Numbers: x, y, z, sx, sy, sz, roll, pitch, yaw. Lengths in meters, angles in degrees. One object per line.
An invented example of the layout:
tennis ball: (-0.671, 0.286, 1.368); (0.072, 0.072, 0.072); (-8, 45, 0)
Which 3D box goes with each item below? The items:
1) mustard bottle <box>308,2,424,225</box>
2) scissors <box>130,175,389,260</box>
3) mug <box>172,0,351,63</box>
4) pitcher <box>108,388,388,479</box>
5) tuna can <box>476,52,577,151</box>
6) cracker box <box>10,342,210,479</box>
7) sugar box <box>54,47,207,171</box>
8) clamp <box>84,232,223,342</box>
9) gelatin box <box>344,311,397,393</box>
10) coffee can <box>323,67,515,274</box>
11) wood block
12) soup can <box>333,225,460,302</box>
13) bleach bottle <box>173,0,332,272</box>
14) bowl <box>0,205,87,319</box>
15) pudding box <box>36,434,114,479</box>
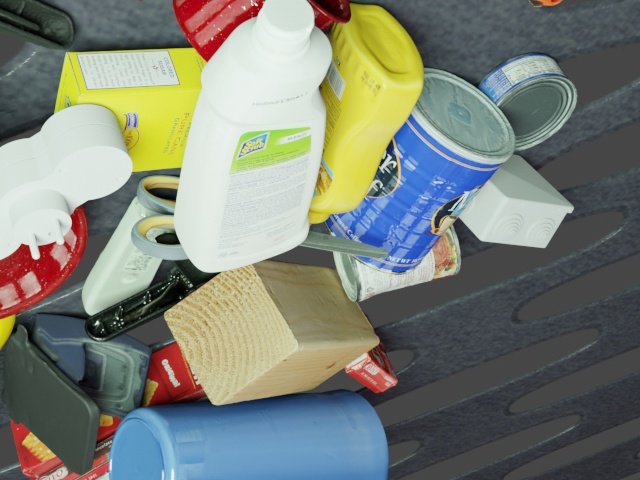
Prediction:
mustard bottle: (0.013, -0.077, 0.811); (0.058, 0.096, 0.192); (-2, 140, -28)
scissors: (-0.055, 0.001, 0.812); (0.202, 0.096, 0.016); (21, 132, 10)
mug: (-0.048, -0.162, 0.683); (0.082, 0.093, 0.117); (-35, 113, 23)
pitcher: (-0.059, 0.210, 0.969); (0.242, 0.145, 0.149); (5, 169, -40)
tuna can: (0.172, -0.117, 0.908); (0.086, 0.034, 0.086); (-16, 145, -12)
cracker box: (-0.177, 0.194, 1.081); (0.213, 0.072, 0.164); (-24, 146, -2)
sugar box: (-0.096, -0.092, 0.758); (0.176, 0.048, 0.093); (-6, 150, -25)
clamp: (-0.107, 0.029, 0.895); (0.171, 0.039, 0.120); (-16, 158, -51)
gelatin box: (0.038, 0.102, 1.070); (0.030, 0.089, 0.073); (-32, 145, 11)
coffee can: (0.077, -0.055, 0.874); (0.102, 0.103, 0.140); (5, 136, -35)
wood block: (-0.036, 0.079, 0.937); (0.091, 0.090, 0.205); (-36, 164, 15)
soup can: (0.070, 0.013, 0.990); (0.102, 0.068, 0.068); (-15, 145, -12)
bleach bottle: (-0.036, -0.068, 0.693); (0.102, 0.068, 0.251); (-20, 158, -23)
bowl: (-0.254, -0.010, 0.773); (0.162, 0.055, 0.162); (-18, 142, -15)
pudding box: (-0.203, 0.238, 1.025); (0.090, 0.039, 0.113); (-29, 142, 4)
